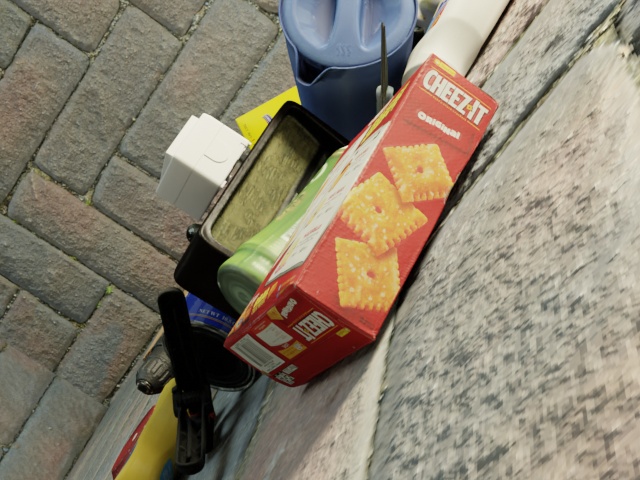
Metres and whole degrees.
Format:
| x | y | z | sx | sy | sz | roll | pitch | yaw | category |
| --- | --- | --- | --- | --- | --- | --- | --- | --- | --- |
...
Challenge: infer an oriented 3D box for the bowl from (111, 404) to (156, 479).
| x | y | z | sx | sy | sz | roll | pitch | yaw | category |
| --- | --- | --- | --- | --- | --- | --- | --- | --- | --- |
| -0.196 | 0.245 | 1.246 | 0.162 | 0.055 | 0.162 | -55 | 7 | 10 | bowl |

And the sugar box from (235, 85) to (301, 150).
| x | y | z | sx | sy | sz | roll | pitch | yaw | category |
| --- | --- | --- | --- | --- | --- | --- | --- | --- | --- |
| -0.010 | -0.155 | 1.365 | 0.176 | 0.093 | 0.048 | -30 | -16 | 6 | sugar box |

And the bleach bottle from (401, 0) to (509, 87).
| x | y | z | sx | sy | sz | roll | pitch | yaw | category |
| --- | --- | --- | --- | --- | --- | --- | --- | --- | --- |
| 0.144 | -0.222 | 1.036 | 0.250 | 0.068 | 0.103 | -62 | 7 | -24 | bleach bottle |

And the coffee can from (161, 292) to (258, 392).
| x | y | z | sx | sy | sz | roll | pitch | yaw | category |
| --- | --- | --- | --- | --- | --- | --- | --- | --- | --- |
| -0.086 | 0.069 | 1.092 | 0.103 | 0.102 | 0.140 | -49 | 10 | 49 | coffee can |

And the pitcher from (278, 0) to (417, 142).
| x | y | z | sx | sy | sz | roll | pitch | yaw | category |
| --- | --- | --- | --- | --- | --- | --- | --- | --- | --- |
| 0.038 | -0.188 | 1.122 | 0.243 | 0.149 | 0.145 | 82 | 173 | -69 | pitcher |

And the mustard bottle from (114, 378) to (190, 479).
| x | y | z | sx | sy | sz | roll | pitch | yaw | category |
| --- | --- | --- | --- | --- | --- | --- | --- | --- | --- |
| -0.175 | 0.237 | 1.094 | 0.096 | 0.058 | 0.191 | 107 | -174 | -46 | mustard bottle |

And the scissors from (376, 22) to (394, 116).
| x | y | z | sx | sy | sz | roll | pitch | yaw | category |
| --- | --- | --- | --- | --- | --- | --- | --- | --- | --- |
| 0.063 | -0.138 | 0.985 | 0.096 | 0.016 | 0.202 | -72 | -13 | -44 | scissors |

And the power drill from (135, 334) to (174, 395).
| x | y | z | sx | sy | sz | roll | pitch | yaw | category |
| --- | --- | --- | --- | --- | --- | --- | --- | --- | --- |
| -0.127 | 0.095 | 1.264 | 0.188 | 0.057 | 0.184 | -33 | 14 | 41 | power drill |

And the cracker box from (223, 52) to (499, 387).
| x | y | z | sx | sy | sz | roll | pitch | yaw | category |
| --- | --- | --- | --- | --- | --- | --- | --- | --- | --- |
| 0.029 | -0.008 | 0.775 | 0.213 | 0.072 | 0.164 | -58 | 7 | -28 | cracker box |

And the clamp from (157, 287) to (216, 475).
| x | y | z | sx | sy | sz | roll | pitch | yaw | category |
| --- | --- | --- | --- | --- | --- | --- | --- | --- | --- |
| -0.122 | 0.138 | 0.999 | 0.210 | 0.036 | 0.164 | 95 | 168 | -76 | clamp |
